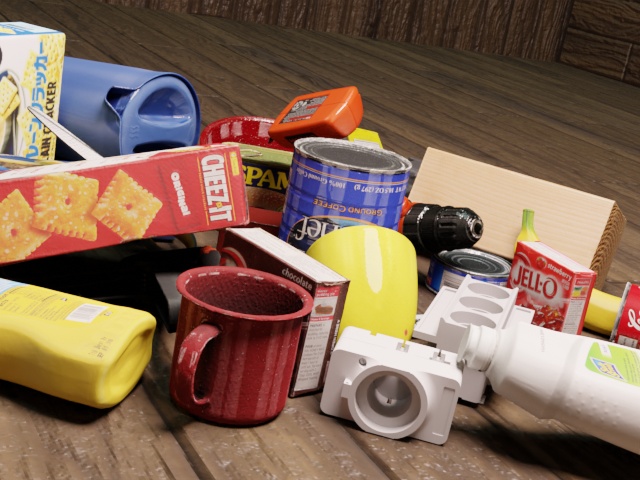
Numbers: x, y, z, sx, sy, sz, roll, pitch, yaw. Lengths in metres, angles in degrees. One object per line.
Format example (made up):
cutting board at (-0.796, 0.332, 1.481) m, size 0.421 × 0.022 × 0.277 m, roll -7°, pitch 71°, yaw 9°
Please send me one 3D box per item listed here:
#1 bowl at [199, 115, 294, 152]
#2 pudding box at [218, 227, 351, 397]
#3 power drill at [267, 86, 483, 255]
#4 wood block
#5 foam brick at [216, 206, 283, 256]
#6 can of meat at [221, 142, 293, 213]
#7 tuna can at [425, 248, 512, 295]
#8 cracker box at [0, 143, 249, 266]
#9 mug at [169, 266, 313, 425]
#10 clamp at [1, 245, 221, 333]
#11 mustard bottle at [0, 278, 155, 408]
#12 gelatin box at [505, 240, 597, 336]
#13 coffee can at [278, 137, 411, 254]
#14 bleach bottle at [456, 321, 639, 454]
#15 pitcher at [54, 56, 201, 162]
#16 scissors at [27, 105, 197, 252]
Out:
bowl at (-0.062, -0.081, 1.220) m, size 0.162 × 0.055 × 0.162 m, roll 10°, pitch 33°, yaw -7°
pudding box at (-0.034, 0.050, 0.789) m, size 0.039 × 0.090 × 0.114 m, roll -5°, pitch 23°, yaw -44°
power drill at (0.049, -0.057, 1.021) m, size 0.185 × 0.187 × 0.057 m, roll -3°, pitch 42°, yaw 49°
wood block at (0.202, -0.019, 1.123) m, size 0.206 × 0.091 × 0.090 m, roll 19°, pitch -5°, yaw 27°
foam brick at (-0.057, 0.001, 1.000) m, size 0.078 × 0.053 × 0.051 m, roll 11°, pitch 17°, yaw 0°
can of meat at (-0.061, -0.050, 1.110) m, size 0.102 × 0.084 × 0.057 m, roll 10°, pitch 17°, yaw -5°
tuna can at (0.148, 0.035, 1.049) m, size 0.086 × 0.034 × 0.086 m, roll 10°, pitch 17°, yaw -3°
cracker box at (-0.174, -0.032, 0.874) m, size 0.213 × 0.072 × 0.164 m, roll -9°, pitch 7°, yaw -9°
mug at (-0.061, 0.074, 0.709) m, size 0.093 × 0.081 × 0.117 m, roll 16°, pitch 17°, yaw 18°
clamp at (-0.147, 0.033, 0.860) m, size 0.165 × 0.036 × 0.209 m, roll 5°, pitch 11°, yaw 15°
mustard bottle at (-0.214, 0.057, 0.709) m, size 0.192 × 0.058 × 0.096 m, roll 14°, pitch 18°, yaw 8°
gelatin box at (0.206, 0.048, 0.975) m, size 0.030 × 0.073 × 0.089 m, roll 2°, pitch 19°, yaw -28°
coffee can at (0.015, -0.008, 0.921) m, size 0.103 × 0.140 × 0.103 m, roll 10°, pitch 17°, yaw -3°
bleach bottle at (0.218, 0.108, 0.740) m, size 0.251 × 0.068 × 0.102 m, roll 19°, pitch 18°, yaw 0°
pitcher at (-0.264, -0.143, 1.246) m, size 0.243 × 0.149 × 0.144 m, roll 17°, pitch 33°, yaw 31°
scissors at (-0.173, -0.066, 0.990) m, size 0.096 × 0.016 × 0.202 m, roll -36°, pitch 85°, yaw -36°
